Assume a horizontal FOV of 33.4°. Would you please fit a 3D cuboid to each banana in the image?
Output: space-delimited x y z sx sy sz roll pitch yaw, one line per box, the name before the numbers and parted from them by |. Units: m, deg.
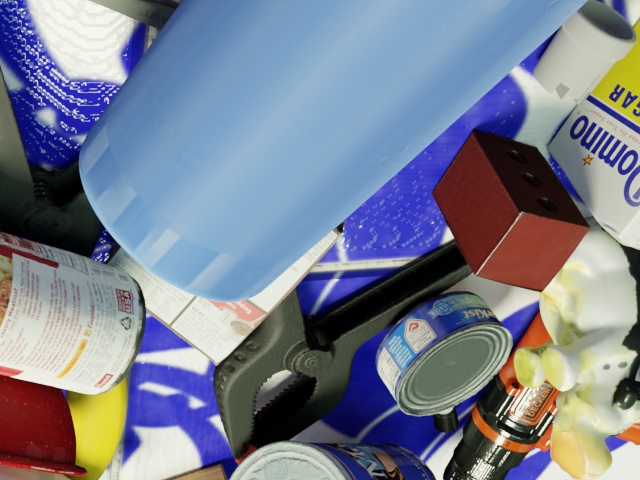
banana | -0.155 0.109 0.666 0.069 0.037 0.198 5 129 -27

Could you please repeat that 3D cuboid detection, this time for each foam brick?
foam brick | 0.110 -0.018 0.625 0.052 0.078 0.051 12 127 -30

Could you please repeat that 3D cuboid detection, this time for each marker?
marker | 0.086 0.100 0.765 0.020 0.020 0.121 -18 135 -5

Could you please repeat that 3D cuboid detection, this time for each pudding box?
pudding box | -0.054 0.001 0.581 0.090 0.039 0.114 39 111 -8

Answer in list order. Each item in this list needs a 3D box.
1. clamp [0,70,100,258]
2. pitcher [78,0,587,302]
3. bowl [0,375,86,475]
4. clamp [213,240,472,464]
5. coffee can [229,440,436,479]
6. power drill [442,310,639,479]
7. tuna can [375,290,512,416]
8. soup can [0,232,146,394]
clamp | -0.149 -0.026 0.542 0.120 0.039 0.172 23 119 -35
pitcher | 0.013 -0.087 0.454 0.149 0.145 0.243 32 117 -26
bowl | -0.200 0.085 0.579 0.162 0.055 0.162 12 168 2
clamp | -0.016 0.060 0.675 0.164 0.036 0.210 20 118 -34
coffee can | 0.012 0.189 0.729 0.103 0.103 0.140 -41 154 17
power drill | 0.202 0.150 0.780 0.187 0.057 0.185 24 116 -6
tuna can | 0.079 0.073 0.691 0.086 0.034 0.086 -20 141 -17
soup can | -0.147 0.035 0.529 0.102 0.068 0.069 21 120 -40
